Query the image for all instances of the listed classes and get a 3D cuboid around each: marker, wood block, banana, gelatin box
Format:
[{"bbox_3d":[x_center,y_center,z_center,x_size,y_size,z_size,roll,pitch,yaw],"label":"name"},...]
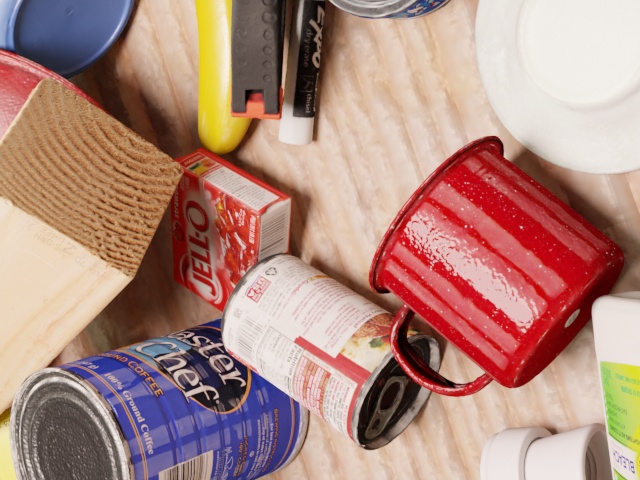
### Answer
[{"bbox_3d":[-0.008,-0.113,0.583,0.020,0.020,0.121,19,110,36],"label":"marker"},{"bbox_3d":[-0.176,0.017,0.602,0.090,0.090,0.206,34,133,-17],"label":"wood block"},{"bbox_3d":[-0.063,-0.135,0.614,0.070,0.037,0.198,5,102,39],"label":"banana"},{"bbox_3d":[-0.054,0.001,0.622,0.073,0.030,0.089,31,134,31],"label":"gelatin box"}]

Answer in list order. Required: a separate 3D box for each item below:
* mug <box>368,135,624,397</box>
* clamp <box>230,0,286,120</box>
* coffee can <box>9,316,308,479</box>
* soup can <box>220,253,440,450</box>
[{"bbox_3d":[0.076,0.022,0.492,0.081,0.093,0.117,41,111,21],"label":"mug"},{"bbox_3d":[-0.030,-0.147,0.533,0.039,0.120,0.171,1,96,6],"label":"clamp"},{"bbox_3d":[-0.090,0.107,0.615,0.103,0.140,0.103,9,104,38],"label":"coffee can"},{"bbox_3d":[0.004,0.058,0.575,0.102,0.068,0.068,30,116,33],"label":"soup can"}]
